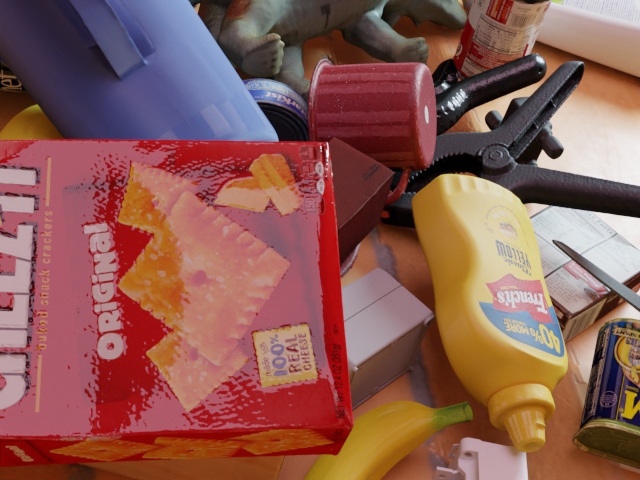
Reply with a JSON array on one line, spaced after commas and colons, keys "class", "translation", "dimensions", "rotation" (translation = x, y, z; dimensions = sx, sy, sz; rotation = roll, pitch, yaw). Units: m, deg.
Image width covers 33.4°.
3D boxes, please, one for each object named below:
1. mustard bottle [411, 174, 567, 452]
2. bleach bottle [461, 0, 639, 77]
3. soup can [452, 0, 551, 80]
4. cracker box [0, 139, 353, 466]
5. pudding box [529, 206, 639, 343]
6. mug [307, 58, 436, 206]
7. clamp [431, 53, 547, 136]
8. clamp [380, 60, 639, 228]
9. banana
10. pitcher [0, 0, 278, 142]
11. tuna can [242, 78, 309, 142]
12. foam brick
[{"class": "mustard bottle", "translation": [0.117, 0.049, 0.705], "dimensions": [0.096, 0.058, 0.191], "rotation": [23, 44, -34]}, {"class": "bleach bottle", "translation": [0.245, -0.232, 1.068], "dimensions": [0.251, 0.068, 0.102], "rotation": [19, 43, 6]}, {"class": "soup can", "translation": [0.168, -0.197, 0.983], "dimensions": [0.068, 0.102, 0.068], "rotation": [8, 45, -8]}, {"class": "cracker box", "translation": [-0.095, 0.030, 0.561], "dimensions": [0.213, 0.072, 0.164], "rotation": [0, 66, -8]}, {"class": "pudding box", "translation": [0.186, 0.021, 0.817], "dimensions": [0.113, 0.039, 0.090], "rotation": [-25, 56, -36]}, {"class": "mug", "translation": [0.041, -0.081, 0.809], "dimensions": [0.082, 0.093, 0.117], "rotation": [0, 78, 16]}, {"class": "clamp", "translation": [0.109, -0.118, 0.904], "dimensions": [0.120, 0.039, 0.171], "rotation": [-6, 27, 47]}, {"class": "clamp", "translation": [0.140, -0.064, 0.834], "dimensions": [0.210, 0.036, 0.164], "rotation": [-12, 50, 6]}, {"class": "banana", "translation": [0.014, 0.154, 0.622], "dimensions": [0.070, 0.037, 0.197], "rotation": [-7, 32, 45]}, {"class": "pitcher", "translation": [-0.137, -0.126, 0.687], "dimensions": [0.243, 0.145, 0.149], "rotation": [53, 37, 12]}, {"class": "tuna can", "translation": [-0.047, -0.081, 0.820], "dimensions": [0.086, 0.086, 0.034], "rotation": [7, 43, -9]}, {"class": "foam brick", "translation": [0.006, -0.022, 0.718], "dimensions": [0.053, 0.051, 0.078], "rotation": [32, 46, 15]}]
